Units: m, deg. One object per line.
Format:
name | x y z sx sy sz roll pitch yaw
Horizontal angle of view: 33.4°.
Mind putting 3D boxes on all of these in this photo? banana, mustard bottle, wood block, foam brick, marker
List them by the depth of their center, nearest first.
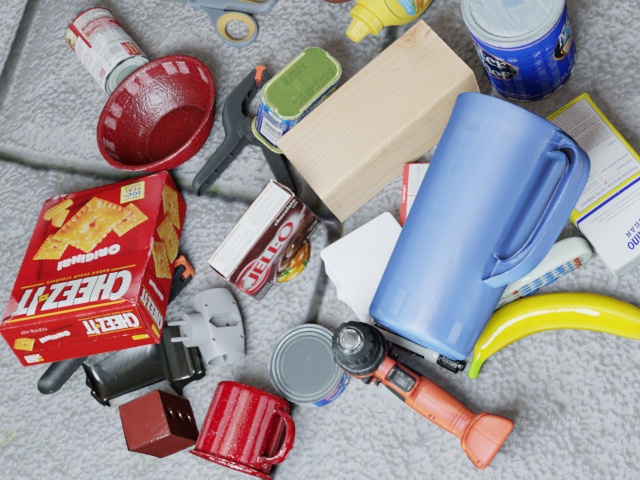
banana | 0.238 0.086 1.072 0.198 0.037 0.069 -14 87 15
marker | 0.096 0.109 1.119 0.121 0.020 0.020 23 82 23
foam brick | -0.173 0.198 1.149 0.051 0.078 0.053 -24 67 12
wood block | 0.066 -0.128 1.165 0.206 0.090 0.091 -40 66 2
mustard bottle | 0.095 -0.303 1.207 0.191 0.096 0.058 -51 41 -1

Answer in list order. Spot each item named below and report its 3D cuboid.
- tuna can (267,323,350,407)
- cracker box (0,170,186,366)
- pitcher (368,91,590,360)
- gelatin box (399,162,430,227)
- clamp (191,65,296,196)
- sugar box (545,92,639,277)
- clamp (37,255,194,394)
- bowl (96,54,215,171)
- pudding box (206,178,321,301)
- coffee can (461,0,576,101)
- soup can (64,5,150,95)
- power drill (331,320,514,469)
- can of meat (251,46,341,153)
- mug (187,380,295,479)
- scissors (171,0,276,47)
tuna can | -0.011 0.134 1.139 0.086 0.033 0.086 -6 72 17
cracker box | -0.247 0.027 1.184 0.164 0.072 0.213 -12 41 14
pitcher | 0.149 -0.010 1.029 0.145 0.149 0.243 25 86 8
gelatin box | 0.132 -0.046 1.150 0.089 0.030 0.073 -1 72 18
clamp | -0.089 -0.120 1.238 0.120 0.039 0.171 -1 68 -1
sugar box | 0.287 -0.057 1.093 0.093 0.048 0.176 -35 69 7
clamp | -0.248 0.068 1.228 0.210 0.036 0.165 -31 47 -1
bowl | -0.182 -0.138 1.259 0.162 0.055 0.162 -14 56 22
pudding box | -0.057 0.001 1.107 0.039 0.090 0.113 35 87 24
coffee can | 0.210 -0.220 1.117 0.103 0.140 0.103 -5 72 17
soup can | -0.262 -0.233 1.319 0.068 0.068 0.102 -41 66 3
power drill | 0.096 0.144 1.030 0.188 0.184 0.057 35 87 15
can of meat | -0.026 -0.158 1.189 0.057 0.084 0.102 42 70 7
mug | -0.072 0.197 1.106 0.117 0.093 0.081 3 68 44
scissors | -0.151 -0.281 1.326 0.202 0.016 0.096 -1 73 18
